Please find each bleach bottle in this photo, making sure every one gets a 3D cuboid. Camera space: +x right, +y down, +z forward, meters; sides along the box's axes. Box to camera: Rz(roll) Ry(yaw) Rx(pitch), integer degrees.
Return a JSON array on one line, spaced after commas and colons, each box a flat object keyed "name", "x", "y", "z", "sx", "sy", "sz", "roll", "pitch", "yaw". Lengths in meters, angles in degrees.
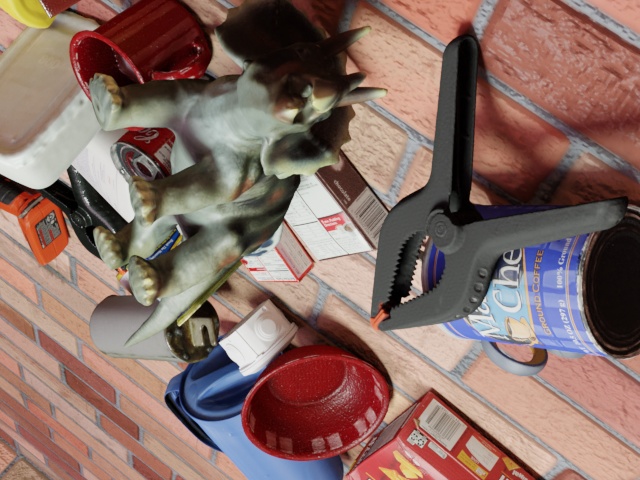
[{"name": "bleach bottle", "x": -0.240, "y": -0.119, "z": 1.062, "sx": 0.251, "sy": 0.068, "sz": 0.103, "roll": 40, "pitch": 149, "yaw": 26}]

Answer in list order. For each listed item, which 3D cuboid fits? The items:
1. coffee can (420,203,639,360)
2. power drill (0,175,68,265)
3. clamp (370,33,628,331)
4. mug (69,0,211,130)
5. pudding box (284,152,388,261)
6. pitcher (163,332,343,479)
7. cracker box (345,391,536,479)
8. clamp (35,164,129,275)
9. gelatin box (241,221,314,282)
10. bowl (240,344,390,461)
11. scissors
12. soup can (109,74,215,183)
[{"name": "coffee can", "x": 0.156, "y": 0.025, "z": 0.748, "sx": 0.141, "sy": 0.102, "sz": 0.102, "roll": 3, "pitch": 134, "yaw": 50}, {"name": "power drill", "x": -0.425, "y": -0.044, "z": 1.430, "sx": 0.188, "sy": 0.057, "sz": 0.184, "roll": 30, "pitch": 150, "yaw": 20}, {"name": "clamp", "x": 0.089, "y": -0.020, "z": 0.716, "sx": 0.210, "sy": 0.036, "sz": 0.165, "roll": -50, "pitch": 60, "yaw": 38}, {"name": "mug", "x": -0.139, "y": -0.150, "z": 0.882, "sx": 0.117, "sy": 0.081, "sz": 0.093, "roll": 13, "pitch": 134, "yaw": 41}, {"name": "pudding box", "x": 0.000, "y": -0.037, "z": 0.925, "sx": 0.113, "sy": 0.039, "sz": 0.090, "roll": 53, "pitch": 150, "yaw": -17}, {"name": "pitcher", "x": -0.071, "y": 0.231, "z": 1.304, "sx": 0.149, "sy": 0.145, "sz": 0.242, "roll": 39, "pitch": 162, "yaw": 49}, {"name": "cracker box", "x": 0.130, "y": 0.266, "z": 1.161, "sx": 0.164, "sy": 0.072, "sz": 0.214, "roll": 39, "pitch": 153, "yaw": 4}, {"name": "clamp", "x": -0.255, "y": -0.040, "z": 1.174, "sx": 0.171, "sy": 0.039, "sz": 0.120, "roll": 48, "pitch": 147, "yaw": -10}, {"name": "gelatin box", "x": -0.057, "y": 0.001, "z": 1.061, "sx": 0.073, "sy": 0.030, "sz": 0.089, "roll": -3, "pitch": 129, "yaw": 52}, {"name": "bowl", "x": -0.009, "y": 0.165, "z": 1.154, "sx": 0.055, "sy": 0.162, "sz": 0.162, "roll": -107, "pitch": -5, "yaw": -51}, {"name": "scissors", "x": 0.117, "y": 0.051, "z": 0.856, "sx": 0.202, "sy": 0.096, "sz": 0.016, "roll": 24, "pitch": 128, "yaw": 24}, {"name": "soup can", "x": -0.125, "y": -0.091, "z": 0.936, "sx": 0.068, "sy": 0.102, "sz": 0.068, "roll": 31, "pitch": 151, "yaw": 19}]
